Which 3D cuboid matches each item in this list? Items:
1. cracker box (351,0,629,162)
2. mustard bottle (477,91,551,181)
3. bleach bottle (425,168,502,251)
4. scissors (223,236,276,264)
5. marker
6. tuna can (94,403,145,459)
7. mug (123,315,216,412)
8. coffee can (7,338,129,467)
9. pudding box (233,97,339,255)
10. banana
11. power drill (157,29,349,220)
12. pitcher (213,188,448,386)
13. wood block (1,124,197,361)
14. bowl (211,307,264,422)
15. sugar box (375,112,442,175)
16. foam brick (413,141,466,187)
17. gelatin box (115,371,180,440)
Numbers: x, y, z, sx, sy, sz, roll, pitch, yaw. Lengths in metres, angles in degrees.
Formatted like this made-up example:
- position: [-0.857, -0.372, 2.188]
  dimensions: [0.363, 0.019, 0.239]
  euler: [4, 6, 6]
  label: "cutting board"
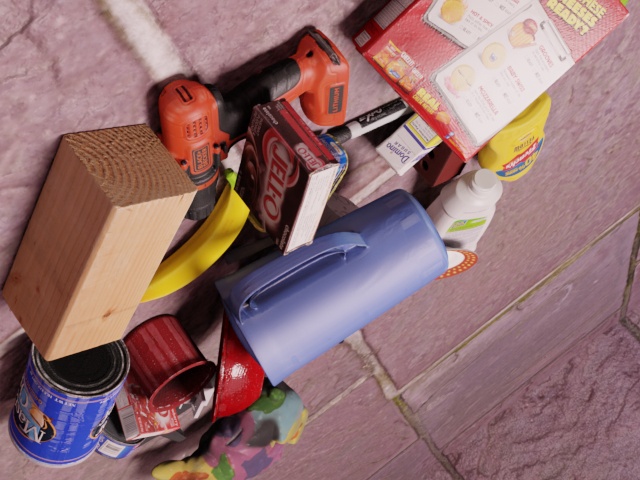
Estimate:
- position: [0.161, -0.208, 1.036]
  dimensions: [0.214, 0.072, 0.164]
  euler: [-43, 116, 10]
  label: "cracker box"
- position: [0.257, -0.131, 1.436]
  dimensions: [0.096, 0.058, 0.191]
  euler: [-34, 157, -8]
  label: "mustard bottle"
- position: [0.191, -0.038, 1.424]
  dimensions: [0.102, 0.068, 0.251]
  euler: [-16, 165, -14]
  label: "bleach bottle"
- position: [-0.058, 0.001, 1.175]
  dimensions: [0.096, 0.016, 0.202]
  euler: [-22, 179, -8]
  label: "scissors"
- position: [0.056, -0.132, 1.186]
  dimensions: [0.121, 0.020, 0.020]
  euler: [-27, 154, -26]
  label: "marker"
- position: [-0.255, 0.223, 1.301]
  dimensions: [0.034, 0.086, 0.086]
  euler: [-47, 156, 23]
  label: "tuna can"
- position: [-0.179, 0.145, 1.272]
  dimensions: [0.093, 0.081, 0.117]
  euler: [-42, 157, 7]
  label: "mug"
- position: [-0.271, 0.164, 1.144]
  dimensions: [0.102, 0.103, 0.140]
  euler: [-18, 150, -40]
  label: "coffee can"
- position: [-0.033, -0.057, 0.958]
  dimensions: [0.039, 0.090, 0.114]
  euler: [-22, 149, -29]
  label: "pudding box"
- position: [-0.128, -0.003, 1.139]
  dimensions: [0.069, 0.037, 0.198]
  euler: [16, 123, -40]
  label: "banana"
- position: [-0.064, -0.107, 1.005]
  dimensions: [0.187, 0.057, 0.184]
  euler: [-30, 156, -19]
  label: "power drill"
- position: [0.013, 0.041, 1.165]
  dimensions: [0.243, 0.145, 0.149]
  euler: [-31, -162, -4]
  label: "pitcher"
- position: [-0.203, 0.004, 0.964]
  dimensions: [0.090, 0.090, 0.206]
  euler: [-15, 148, -45]
  label: "wood block"
- position: [-0.096, 0.142, 1.291]
  dimensions: [0.055, 0.162, 0.162]
  euler: [7, 144, -6]
  label: "bowl"
- position: [0.144, -0.146, 1.227]
  dimensions: [0.176, 0.048, 0.093]
  euler: [-44, 176, 7]
  label: "sugar box"
- position: [0.153, -0.115, 1.318]
  dimensions: [0.051, 0.053, 0.078]
  euler: [-23, 152, -32]
  label: "foam brick"
- position: [-0.215, 0.194, 1.300]
  dimensions: [0.030, 0.089, 0.073]
  euler: [-27, 164, 29]
  label: "gelatin box"
